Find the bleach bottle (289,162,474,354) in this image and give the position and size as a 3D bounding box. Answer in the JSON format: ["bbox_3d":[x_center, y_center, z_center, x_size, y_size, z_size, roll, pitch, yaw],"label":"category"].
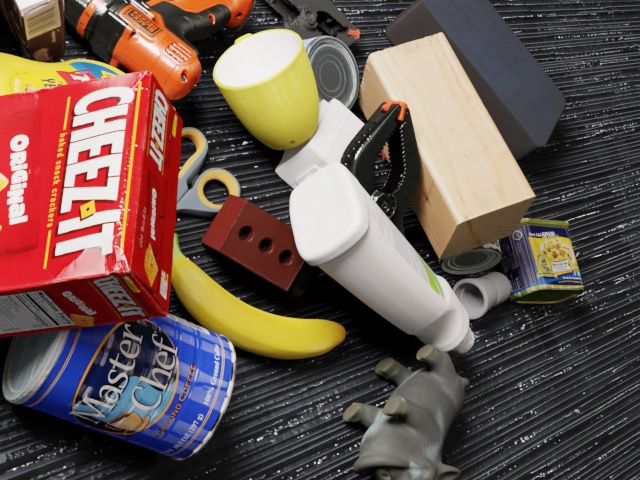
[{"bbox_3d":[0.071,0.038,0.978,0.250,0.068,0.102,44,21,-38],"label":"bleach bottle"}]

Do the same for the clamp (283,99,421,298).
[{"bbox_3d":[0.043,-0.031,1.022,0.164,0.036,0.210,0,101,-38],"label":"clamp"}]

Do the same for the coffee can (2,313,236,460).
[{"bbox_3d":[-0.149,0.094,0.794,0.140,0.103,0.103,27,51,-28],"label":"coffee can"}]

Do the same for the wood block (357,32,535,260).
[{"bbox_3d":[0.124,-0.098,1.099,0.090,0.091,0.206,-19,69,-15],"label":"wood block"}]

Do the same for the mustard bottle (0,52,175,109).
[{"bbox_3d":[-0.204,-0.107,0.897,0.191,0.058,0.096,-4,64,-43],"label":"mustard bottle"}]

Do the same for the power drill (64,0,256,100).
[{"bbox_3d":[-0.158,-0.227,1.001,0.184,0.057,0.187,39,43,1],"label":"power drill"}]

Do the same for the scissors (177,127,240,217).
[{"bbox_3d":[-0.128,-0.019,0.942,0.096,0.016,0.201,35,47,-21],"label":"scissors"}]

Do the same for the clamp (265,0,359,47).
[{"bbox_3d":[-0.027,-0.225,1.139,0.171,0.039,0.120,16,71,-38],"label":"clamp"}]

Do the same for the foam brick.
[{"bbox_3d":[-0.056,0.001,0.954,0.078,0.051,0.053,31,87,-23],"label":"foam brick"}]

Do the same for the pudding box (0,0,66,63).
[{"bbox_3d":[-0.246,-0.206,0.880,0.039,0.114,0.090,-27,84,-18],"label":"pudding box"}]

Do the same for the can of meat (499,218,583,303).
[{"bbox_3d":[0.249,0.025,1.221,0.101,0.058,0.084,3,66,-40],"label":"can of meat"}]

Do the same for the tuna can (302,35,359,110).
[{"bbox_3d":[0.001,-0.169,1.111,0.085,0.034,0.086,4,85,-45],"label":"tuna can"}]

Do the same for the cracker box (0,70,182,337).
[{"bbox_3d":[-0.210,-0.021,0.734,0.072,0.214,0.164,62,24,-56],"label":"cracker box"}]

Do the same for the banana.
[{"bbox_3d":[-0.058,0.065,0.934,0.197,0.037,0.069,32,62,-26],"label":"banana"}]

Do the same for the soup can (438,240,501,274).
[{"bbox_3d":[0.154,-0.022,1.156,0.068,0.069,0.102,13,58,-36],"label":"soup can"}]
